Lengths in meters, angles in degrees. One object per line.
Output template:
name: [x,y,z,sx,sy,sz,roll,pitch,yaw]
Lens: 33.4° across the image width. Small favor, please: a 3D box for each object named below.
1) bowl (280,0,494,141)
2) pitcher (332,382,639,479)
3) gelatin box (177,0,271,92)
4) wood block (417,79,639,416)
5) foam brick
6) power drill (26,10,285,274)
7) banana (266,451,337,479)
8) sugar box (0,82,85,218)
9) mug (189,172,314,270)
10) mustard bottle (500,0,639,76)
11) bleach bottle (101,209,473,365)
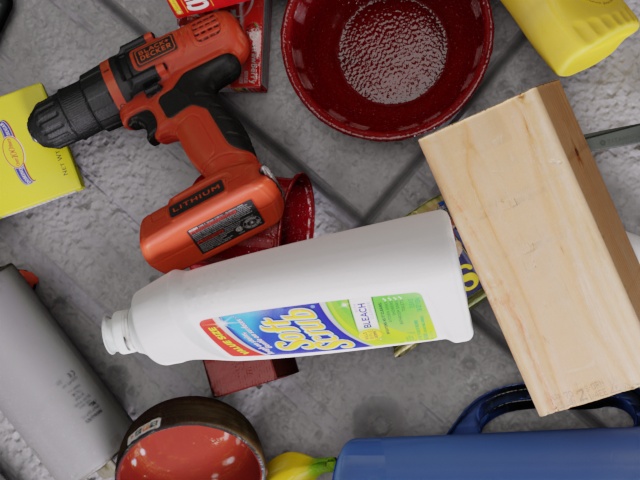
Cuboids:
bowl: [0.053,-0.153,0.825,0.162,0.055,0.162,-1,87,10]
pitcher: [0.135,0.188,0.766,0.243,0.149,0.145,-2,102,13]
gelatin box: [-0.079,-0.165,0.862,0.073,0.030,0.089,2,88,10]
wood block: [0.159,0.002,0.741,0.090,0.090,0.206,-23,92,26]
foam brick: [-0.055,0.086,0.821,0.051,0.078,0.053,-18,84,10]
power drill: [-0.118,-0.070,0.787,0.184,0.057,0.188,-27,59,4]
banana: [-0.051,0.239,0.820,0.037,0.070,0.198,24,94,-22]
sugar box: [-0.290,-0.054,0.859,0.176,0.048,0.093,-21,95,-8]
mug: [-0.055,0.001,0.826,0.081,0.093,0.117,6,117,15]
mustard bottle: [0.151,-0.214,0.794,0.192,0.096,0.058,54,137,10]
bleach bottle: [-0.026,0.047,0.743,0.251,0.102,0.068,-12,53,8]
